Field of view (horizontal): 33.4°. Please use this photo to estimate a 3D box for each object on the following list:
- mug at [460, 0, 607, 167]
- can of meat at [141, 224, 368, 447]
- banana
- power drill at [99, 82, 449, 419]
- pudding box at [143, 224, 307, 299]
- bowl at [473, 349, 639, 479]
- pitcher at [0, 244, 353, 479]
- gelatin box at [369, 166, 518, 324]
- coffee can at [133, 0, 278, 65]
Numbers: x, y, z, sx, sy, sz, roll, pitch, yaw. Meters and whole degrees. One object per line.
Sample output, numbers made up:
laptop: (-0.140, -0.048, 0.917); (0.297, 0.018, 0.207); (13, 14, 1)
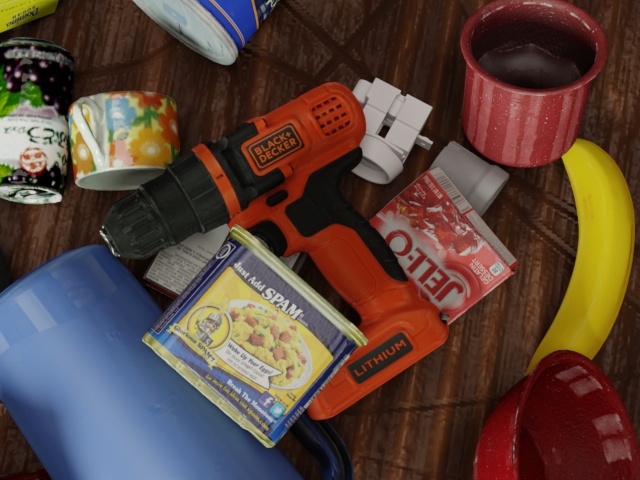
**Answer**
mug: (0.135, -0.112, 0.720); (0.093, 0.081, 0.117); (-11, 54, -5)
can of meat: (-0.038, 0.056, 0.610); (0.102, 0.057, 0.084); (41, 81, -3)
banana: (0.179, 0.015, 0.733); (0.070, 0.037, 0.198); (0, 77, 28)
power drill: (-0.020, 0.015, 0.673); (0.184, 0.057, 0.187); (-31, 92, -11)
pudding box: (-0.055, 0.001, 0.730); (0.090, 0.039, 0.113); (29, 84, 3)
bowl: (0.144, 0.153, 0.674); (0.055, 0.161, 0.162); (-16, 79, 39)
pitcher: (-0.100, 0.120, 0.668); (0.145, 0.149, 0.243); (-39, 84, 12)
gelatin box: (0.077, 0.007, 0.718); (0.073, 0.030, 0.089); (-42, 82, 24)
coffee can: (-0.059, -0.206, 0.729); (0.103, 0.103, 0.140); (36, 82, 5)
